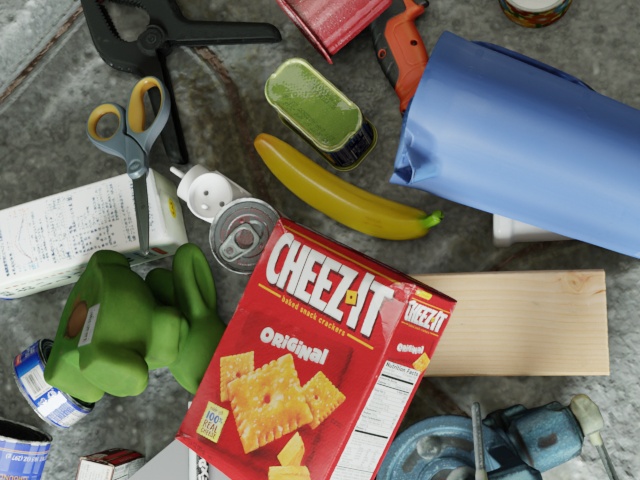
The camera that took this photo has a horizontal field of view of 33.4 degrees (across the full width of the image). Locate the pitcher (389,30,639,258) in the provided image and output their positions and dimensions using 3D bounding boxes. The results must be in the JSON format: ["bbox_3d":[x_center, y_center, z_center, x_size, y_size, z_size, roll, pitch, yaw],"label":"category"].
[{"bbox_3d":[0.190,-0.078,0.877,0.243,0.145,0.149,21,92,7],"label":"pitcher"}]

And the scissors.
[{"bbox_3d":[-0.184,-0.068,0.986,0.096,0.016,0.201,-8,57,22],"label":"scissors"}]

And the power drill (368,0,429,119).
[{"bbox_3d":[0.100,-0.213,1.005,0.184,0.057,0.188,-31,76,10],"label":"power drill"}]

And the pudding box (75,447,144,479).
[{"bbox_3d":[-0.203,0.253,0.989,0.039,0.090,0.113,9,86,10],"label":"pudding box"}]

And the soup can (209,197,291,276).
[{"bbox_3d":[-0.056,0.001,0.984,0.068,0.102,0.068,-1,83,10],"label":"soup can"}]

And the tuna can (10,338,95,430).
[{"bbox_3d":[-0.253,0.136,1.014,0.034,0.086,0.086,-36,79,3],"label":"tuna can"}]

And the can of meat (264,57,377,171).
[{"bbox_3d":[0.000,-0.118,0.997,0.102,0.084,0.057,42,92,12],"label":"can of meat"}]

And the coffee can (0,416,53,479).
[{"bbox_3d":[-0.322,0.242,1.005,0.103,0.102,0.140,15,86,11],"label":"coffee can"}]

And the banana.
[{"bbox_3d":[0.026,-0.044,0.995,0.198,0.070,0.037,23,50,19],"label":"banana"}]

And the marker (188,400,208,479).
[{"bbox_3d":[-0.108,0.203,0.948,0.020,0.020,0.121,-2,83,10],"label":"marker"}]

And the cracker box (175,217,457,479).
[{"bbox_3d":[-0.009,0.108,0.879,0.164,0.072,0.214,26,92,41],"label":"cracker box"}]

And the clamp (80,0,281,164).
[{"bbox_3d":[-0.151,-0.200,1.058,0.164,0.036,0.210,-45,78,3],"label":"clamp"}]

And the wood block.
[{"bbox_3d":[0.144,0.075,0.946,0.206,0.090,0.091,-2,83,10],"label":"wood block"}]

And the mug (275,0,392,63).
[{"bbox_3d":[0.006,-0.226,0.963,0.081,0.093,0.117,-40,38,4],"label":"mug"}]
